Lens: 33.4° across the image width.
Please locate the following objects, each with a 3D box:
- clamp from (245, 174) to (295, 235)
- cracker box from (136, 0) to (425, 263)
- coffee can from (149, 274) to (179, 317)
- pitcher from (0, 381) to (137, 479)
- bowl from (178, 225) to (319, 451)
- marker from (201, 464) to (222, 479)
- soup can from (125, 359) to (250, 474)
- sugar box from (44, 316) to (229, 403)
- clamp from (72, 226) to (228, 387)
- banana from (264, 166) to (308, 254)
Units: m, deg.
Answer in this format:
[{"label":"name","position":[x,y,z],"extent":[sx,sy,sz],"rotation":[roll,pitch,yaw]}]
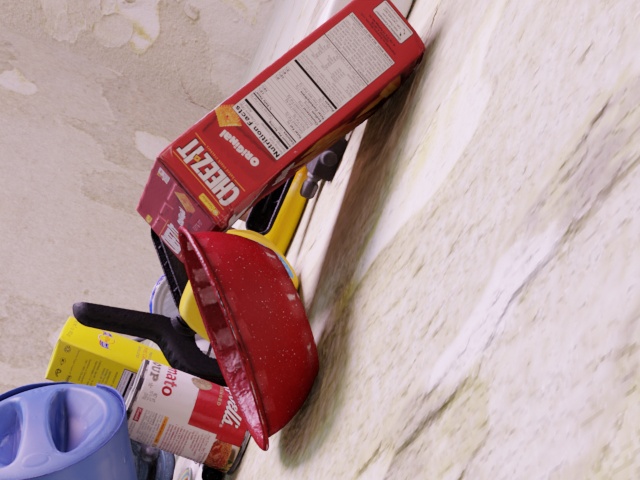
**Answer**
[{"label":"clamp","position":[-0.018,-0.121,1.029],"extent":[0.209,0.036,0.165],"rotation":[-59,-16,-50]},{"label":"cracker box","position":[-0.033,-0.082,0.820],"extent":[0.213,0.072,0.164],"rotation":[-42,1,-18]},{"label":"coffee can","position":[-0.147,0.078,1.245],"extent":[0.140,0.102,0.103],"rotation":[170,121,-79]},{"label":"pitcher","position":[-0.201,0.246,0.839],"extent":[0.145,0.149,0.243],"rotation":[30,134,53]},{"label":"bowl","position":[-0.043,0.057,0.722],"extent":[0.162,0.055,0.162],"rotation":[159,90,-78]},{"label":"marker","position":[-0.101,0.198,0.977],"extent":[0.121,0.020,0.020],"rotation":[-145,77,-80]},{"label":"soup can","position":[-0.112,0.148,0.899],"extent":[0.068,0.102,0.068],"rotation":[-159,91,-81]},{"label":"sugar box","position":[-0.159,0.127,0.979],"extent":[0.093,0.176,0.048],"rotation":[-125,55,-78]},{"label":"clamp","position":[-0.129,0.076,0.938],"extent":[0.120,0.171,0.039],"rotation":[-41,-10,-24]},{"label":"banana","position":[-0.059,0.013,1.103],"extent":[0.069,0.037,0.198],"rotation":[-87,21,-62]}]
